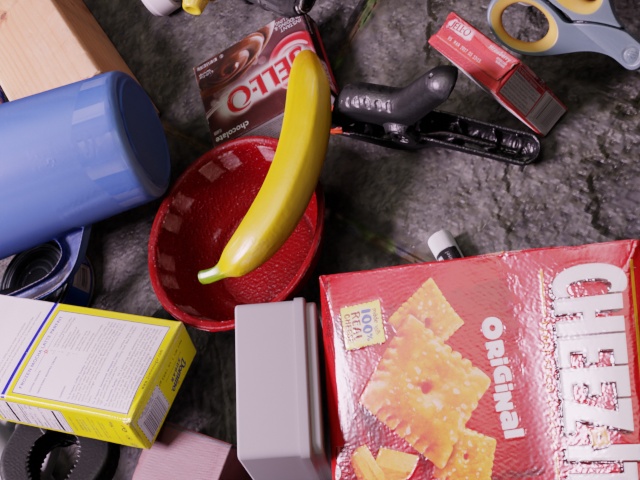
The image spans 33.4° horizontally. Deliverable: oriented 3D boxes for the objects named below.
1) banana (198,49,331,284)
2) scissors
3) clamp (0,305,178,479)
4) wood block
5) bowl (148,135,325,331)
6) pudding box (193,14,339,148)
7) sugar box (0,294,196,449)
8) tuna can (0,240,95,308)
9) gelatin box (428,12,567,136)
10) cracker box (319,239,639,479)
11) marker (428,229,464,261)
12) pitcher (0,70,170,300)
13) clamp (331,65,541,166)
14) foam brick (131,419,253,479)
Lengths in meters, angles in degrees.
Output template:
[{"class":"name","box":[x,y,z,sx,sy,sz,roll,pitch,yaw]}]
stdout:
[{"class":"banana","box":[-0.030,-0.052,0.790,0.070,0.037,0.198,19,79,33]},{"class":"scissors","box":[0.190,-0.120,0.720,0.096,0.016,0.202,-36,89,32]},{"class":"clamp","box":[-0.190,0.137,0.837,0.164,0.036,0.210,-12,52,6]},{"class":"wood block","box":[-0.249,-0.168,1.012,0.091,0.090,0.206,-43,54,9]},{"class":"bowl","box":[-0.056,0.001,0.840,0.162,0.055,0.162,-13,63,27]},{"class":"pudding box","box":[-0.045,-0.131,0.902,0.114,0.039,0.090,-28,58,19]},{"class":"sugar box","box":[-0.194,0.097,0.816,0.176,0.048,0.093,6,50,23]},{"class":"tuna can","box":[-0.245,0.042,0.952,0.086,0.033,0.086,-13,63,27]},{"class":"gelatin box","box":[0.127,-0.118,0.759,0.030,0.089,0.073,-50,53,10]},{"class":"cracker box","box":[0.108,0.093,0.670,0.214,0.072,0.164,-8,80,29]},{"class":"marker","box":[0.108,0.044,0.744,0.020,0.020,0.121,-34,55,14]},{"class":"pitcher","box":[-0.248,-0.042,0.877,0.243,0.149,0.145,-17,50,11]},{"class":"clamp","box":[0.063,-0.094,0.774,0.172,0.120,0.039,8,67,38]},{"class":"foam brick","box":[-0.089,0.170,0.789,0.078,0.053,0.051,11,75,35]}]
